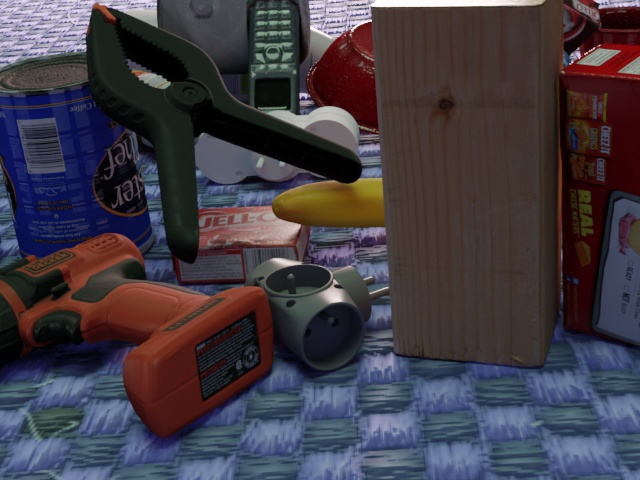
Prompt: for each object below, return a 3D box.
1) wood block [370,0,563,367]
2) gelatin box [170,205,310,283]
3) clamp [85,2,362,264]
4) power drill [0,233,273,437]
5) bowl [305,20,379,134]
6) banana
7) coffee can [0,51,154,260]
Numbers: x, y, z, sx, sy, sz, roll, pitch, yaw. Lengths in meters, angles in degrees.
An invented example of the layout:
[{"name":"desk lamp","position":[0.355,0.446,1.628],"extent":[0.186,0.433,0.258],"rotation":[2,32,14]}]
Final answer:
[{"name":"wood block","position":[0.088,-0.041,0.608],"extent":[0.091,0.206,0.090],"rotation":[4,26,19]},{"name":"gelatin box","position":[-0.055,0.001,0.761],"extent":[0.089,0.030,0.073],"rotation":[-2,24,8]},{"name":"clamp","position":[-0.093,-0.078,0.702],"extent":[0.210,0.036,0.164],"rotation":[41,45,13]},{"name":"power drill","position":[-0.136,0.055,0.628],"extent":[0.188,0.057,0.184],"rotation":[14,31,37]},{"name":"bowl","position":[0.069,-0.164,1.010],"extent":[0.162,0.055,0.162],"rotation":[5,39,-4]},{"name":"banana","position":[0.063,-0.027,0.760],"extent":[0.197,0.037,0.069],"rotation":[1,1,-5]},{"name":"coffee can","position":[-0.184,-0.058,0.786],"extent":[0.103,0.140,0.103],"rotation":[-5,24,2]}]
